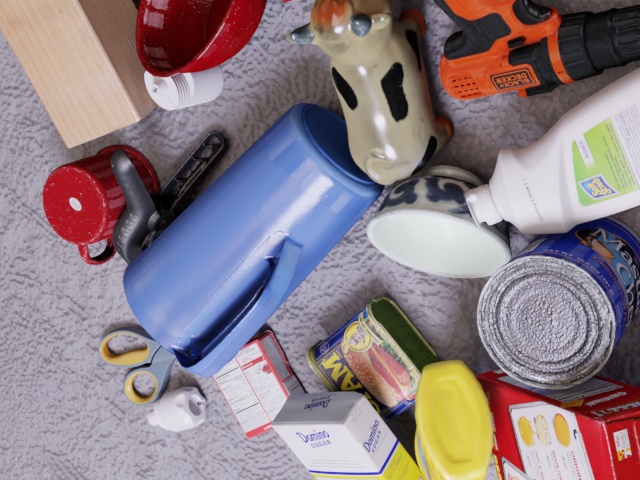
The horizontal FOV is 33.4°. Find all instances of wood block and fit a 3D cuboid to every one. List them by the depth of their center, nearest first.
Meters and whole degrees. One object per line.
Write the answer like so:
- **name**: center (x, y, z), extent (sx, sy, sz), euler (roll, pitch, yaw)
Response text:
- **wood block**: center (-0.230, -0.203, 0.980), extent (0.090, 0.090, 0.206), euler (-16, 112, 26)

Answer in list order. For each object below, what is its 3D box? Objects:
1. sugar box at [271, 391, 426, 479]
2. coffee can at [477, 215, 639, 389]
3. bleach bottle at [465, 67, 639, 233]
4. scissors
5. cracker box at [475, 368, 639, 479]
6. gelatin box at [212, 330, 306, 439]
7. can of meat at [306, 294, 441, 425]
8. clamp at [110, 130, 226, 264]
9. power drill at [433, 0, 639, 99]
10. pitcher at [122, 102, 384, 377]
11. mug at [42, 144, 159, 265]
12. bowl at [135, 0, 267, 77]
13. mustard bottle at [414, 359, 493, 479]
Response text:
- **sugar box**: center (0.042, 0.210, 0.965), extent (0.094, 0.048, 0.176), euler (-9, 122, 44)
- **coffee can**: center (0.192, 0.043, 0.828), extent (0.103, 0.140, 0.103), euler (8, 108, 26)
- **bleach bottle**: center (0.224, -0.077, 0.782), extent (0.251, 0.068, 0.102), euler (-22, 94, 15)
- **scissors**: center (-0.145, 0.127, 1.106), extent (0.202, 0.016, 0.096), euler (-3, 105, 29)
- **cracker box**: center (0.202, 0.186, 0.803), extent (0.072, 0.214, 0.164), euler (-14, 94, -14)
- **gelatin box**: center (-0.061, 0.143, 1.057), extent (0.073, 0.030, 0.089), euler (-30, 89, 33)
- **can of meat**: center (0.052, 0.113, 0.973), extent (0.084, 0.057, 0.102), euler (-42, 84, 28)
- **clamp**: center (-0.149, -0.035, 1.028), extent (0.039, 0.120, 0.172), euler (55, 147, 32)
- **power drill**: center (0.142, -0.186, 0.785), extent (0.185, 0.057, 0.187), euler (-9, 135, 36)
- **pitcher**: center (-0.056, 0.001, 0.950), extent (0.243, 0.144, 0.149), euler (-45, 75, 27)
- **mug**: center (-0.221, -0.032, 1.062), extent (0.093, 0.081, 0.117), euler (16, 111, 23)
- **bowl**: center (-0.095, -0.210, 0.934), extent (0.162, 0.055, 0.162), euler (-22, 59, 42)
- **mustard bottle**: center (0.109, 0.169, 0.901), extent (0.058, 0.191, 0.096), euler (-11, 69, 0)
